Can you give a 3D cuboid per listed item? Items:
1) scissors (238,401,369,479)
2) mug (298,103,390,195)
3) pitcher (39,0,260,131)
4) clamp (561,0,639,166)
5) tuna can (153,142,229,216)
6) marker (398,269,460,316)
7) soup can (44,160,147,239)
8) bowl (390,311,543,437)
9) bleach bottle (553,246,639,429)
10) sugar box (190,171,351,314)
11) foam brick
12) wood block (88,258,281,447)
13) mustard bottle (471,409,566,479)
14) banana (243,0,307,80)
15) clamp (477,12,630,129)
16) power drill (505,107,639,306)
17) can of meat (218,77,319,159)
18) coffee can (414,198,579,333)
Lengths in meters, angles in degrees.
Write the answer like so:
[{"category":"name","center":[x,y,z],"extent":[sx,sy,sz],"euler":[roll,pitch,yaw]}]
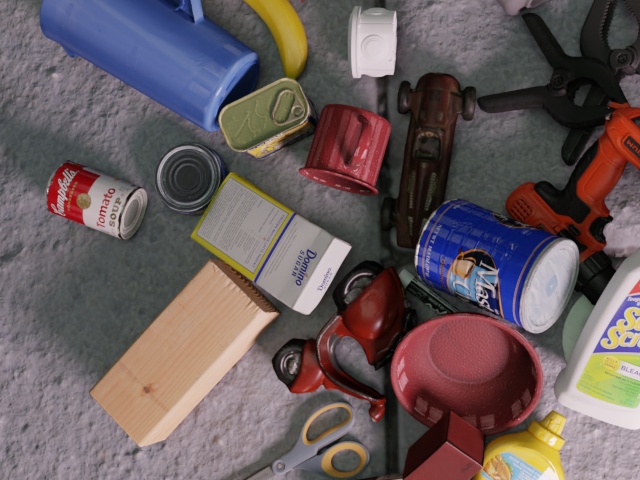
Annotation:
[{"category":"scissors","center":[-0.027,0.268,1.220],"extent":[0.202,0.016,0.096],"euler":[-44,78,6]},{"category":"mug","center":[0.033,-0.104,1.190],"extent":[0.093,0.117,0.081],"euler":[17,84,-9]},{"category":"pitcher","center":[-0.191,-0.240,1.236],"extent":[0.243,0.149,0.145],"euler":[34,82,9]},{"category":"clamp","center":[0.324,-0.186,1.163],"extent":[0.165,0.036,0.210],"euler":[-18,74,26]},{"category":"tuna can","center":[-0.153,-0.073,1.266],"extent":[0.086,0.033,0.086],"euler":[-1,85,12]},{"category":"marker","center":[0.137,0.075,1.199],"extent":[0.121,0.020,0.020],"euler":[37,94,12]},{"category":"soup can","center":[-0.266,-0.048,1.271],"extent":[0.102,0.068,0.068],"euler":[20,90,12]},{"category":"bowl","center":[0.158,0.133,1.151],"extent":[0.162,0.055,0.162],"euler":[5,119,9]},{"category":"bleach bottle","center":[0.321,0.065,1.069],"extent":[0.102,0.068,0.251],"euler":[20,118,11]},{"category":"sugar box","center":[-0.058,0.002,1.206],"extent":[0.176,0.048,0.093],"euler":[33,94,31]},{"category":"foam brick","center":[0.134,0.235,1.150],"extent":[0.053,0.051,0.078],"euler":[35,120,-10]},{"category":"wood block","center":[-0.153,0.127,1.221],"extent":[0.091,0.090,0.206],"euler":[44,95,11]},{"category":"mustard bottle","center":[0.206,0.267,1.148],"extent":[0.096,0.058,0.191],"euler":[32,93,5]},{"category":"banana","center":[-0.069,-0.268,1.261],"extent":[0.070,0.037,0.198],"euler":[-33,80,7]},{"category":"clamp","center":[0.254,-0.163,1.163],"extent":[0.172,0.039,0.120],"euler":[42,108,34]},{"category":"power drill","center":[0.303,-0.030,1.110],"extent":[0.184,0.057,0.188],"euler":[49,127,16]},{"category":"can of meat","center":[-0.055,-0.137,1.224],"extent":[0.102,0.084,0.057],"euler":[-25,81,9]},{"category":"coffee can","center":[0.185,0.024,1.125],"extent":[0.140,0.102,0.103],"euler":[24,91,37]}]
